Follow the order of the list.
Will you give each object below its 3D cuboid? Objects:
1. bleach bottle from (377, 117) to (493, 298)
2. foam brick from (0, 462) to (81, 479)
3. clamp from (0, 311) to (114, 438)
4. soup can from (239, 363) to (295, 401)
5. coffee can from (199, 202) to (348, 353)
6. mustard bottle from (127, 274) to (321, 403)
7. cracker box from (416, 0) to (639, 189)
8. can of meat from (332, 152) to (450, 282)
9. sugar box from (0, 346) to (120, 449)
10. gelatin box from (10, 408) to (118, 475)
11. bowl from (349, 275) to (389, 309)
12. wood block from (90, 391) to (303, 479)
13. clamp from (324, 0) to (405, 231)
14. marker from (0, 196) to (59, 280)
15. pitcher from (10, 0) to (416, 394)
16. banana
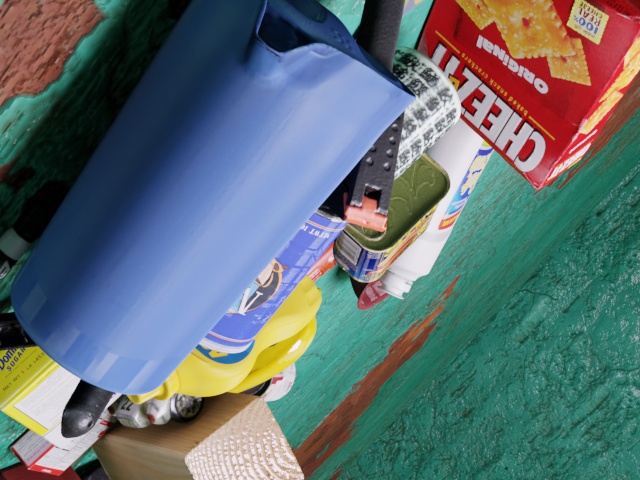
[{"bbox_3d":[0.121,-0.063,1.019,0.251,0.068,0.102,-66,163,4],"label":"bleach bottle"},{"bbox_3d":[-0.264,0.234,0.974,0.053,0.051,0.078,-51,164,23],"label":"foam brick"},{"bbox_3d":[-0.145,0.054,0.714,0.171,0.120,0.039,-37,149,-43],"label":"clamp"},{"bbox_3d":[-0.072,0.150,1.217,0.068,0.068,0.102,-46,165,5],"label":"soup can"},{"bbox_3d":[-0.055,0.001,0.810,0.140,0.103,0.102,-51,163,20],"label":"coffee can"},{"bbox_3d":[-0.090,0.075,0.892,0.191,0.096,0.058,-39,166,-40],"label":"mustard bottle"},{"bbox_3d":[0.170,-0.165,0.844,0.072,0.164,0.214,-34,161,-29],"label":"cracker box"},{"bbox_3d":[0.057,-0.019,0.920,0.102,0.057,0.084,-43,167,-19],"label":"can of meat"},{"bbox_3d":[-0.197,0.101,0.816,0.093,0.048,0.176,-43,168,-14],"label":"sugar box"},{"bbox_3d":[-0.222,0.166,0.948,0.089,0.030,0.073,-44,163,-6],"label":"gelatin box"},{"bbox_3d":[0.086,0.008,1.278,0.162,0.055,0.162,-41,164,-14],"label":"bowl"},{"bbox_3d":[-0.121,0.193,0.972,0.090,0.090,0.207,-35,-162,-31],"label":"wood block"},{"bbox_3d":[0.021,-0.082,0.716,0.165,0.036,0.210,124,-25,-48],"label":"clamp"},{"bbox_3d":[-0.201,0.019,0.642,0.121,0.020,0.020,-46,164,6],"label":"marker"},{"bbox_3d":[-0.066,-0.034,0.620,0.149,0.145,0.243,27,108,-42],"label":"pitcher"},{"bbox_3d":[-0.076,0.117,1.035,0.198,0.037,0.069,-29,-154,17],"label":"banana"}]
